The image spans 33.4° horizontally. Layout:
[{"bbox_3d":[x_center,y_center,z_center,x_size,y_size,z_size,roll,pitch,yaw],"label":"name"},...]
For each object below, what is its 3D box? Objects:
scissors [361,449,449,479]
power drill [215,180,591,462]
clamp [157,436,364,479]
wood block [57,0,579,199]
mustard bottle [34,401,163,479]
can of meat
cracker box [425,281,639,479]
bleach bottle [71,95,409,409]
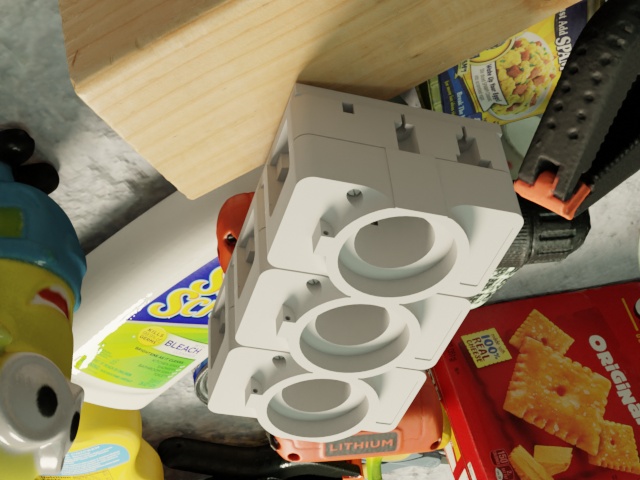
[{"bbox_3d":[0.079,0.203,0.965,0.096,0.016,0.201,-33,142,25],"label":"scissors"},{"bbox_3d":[0.039,0.041,0.570,0.184,0.057,0.188,-2,134,-5],"label":"power drill"},{"bbox_3d":[-0.051,0.183,0.860,0.171,0.039,0.120,-10,150,-2],"label":"clamp"},{"bbox_3d":[0.005,-0.114,0.429,0.206,0.091,0.090,-26,144,13],"label":"wood block"},{"bbox_3d":[-0.169,0.137,0.730,0.096,0.058,0.191,-5,145,0],"label":"mustard bottle"},{"bbox_3d":[0.086,-0.099,0.513,0.084,0.057,0.102,-17,146,2],"label":"can of meat"},{"bbox_3d":[0.193,0.120,0.768,0.213,0.164,0.072,-8,147,-12],"label":"cracker box"},{"bbox_3d":[-0.054,0.001,0.590,0.251,0.068,0.102,-38,139,24],"label":"bleach bottle"}]
